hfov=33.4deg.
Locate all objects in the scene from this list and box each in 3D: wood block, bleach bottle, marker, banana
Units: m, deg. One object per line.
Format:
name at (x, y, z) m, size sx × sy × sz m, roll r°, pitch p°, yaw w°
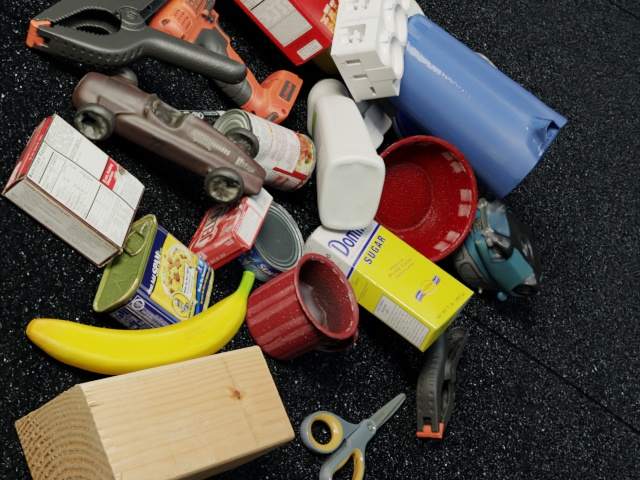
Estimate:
wood block at (-0.128, 0.155, 0.866) m, size 0.205 × 0.090 × 0.091 m, roll -5°, pitch 68°, yaw -54°
bleach bottle at (0.019, -0.123, 1.244) m, size 0.068 × 0.103 × 0.251 m, roll 2°, pitch 37°, yaw -10°
marker at (-0.142, -0.129, 1.130) m, size 0.120 × 0.020 × 0.020 m, roll -8°, pitch 71°, yaw -55°
banana at (-0.144, 0.079, 0.899) m, size 0.197 × 0.037 × 0.069 m, roll -13°, pitch 92°, yaw -23°

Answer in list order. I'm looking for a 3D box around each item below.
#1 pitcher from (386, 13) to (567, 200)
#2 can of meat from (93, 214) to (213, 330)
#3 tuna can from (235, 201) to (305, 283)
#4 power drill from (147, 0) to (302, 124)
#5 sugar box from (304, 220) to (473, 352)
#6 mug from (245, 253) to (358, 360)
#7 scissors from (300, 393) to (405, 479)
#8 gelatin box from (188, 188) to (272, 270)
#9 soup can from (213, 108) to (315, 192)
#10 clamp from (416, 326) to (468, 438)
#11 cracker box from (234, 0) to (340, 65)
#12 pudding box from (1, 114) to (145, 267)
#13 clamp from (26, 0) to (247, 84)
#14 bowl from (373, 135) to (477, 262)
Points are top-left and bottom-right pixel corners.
pitcher at (0.178, -0.171, 1.368) m, size 0.243 × 0.149 × 0.144 m, roll 39°, pitch 24°, yaw 1°
can of meat at (-0.146, 0.042, 0.959) m, size 0.083 × 0.058 × 0.102 m, roll 41°, pitch 38°, yaw -30°
tuna can at (-0.057, 0.001, 1.128) m, size 0.086 × 0.034 × 0.086 m, roll 33°, pitch 42°, yaw -35°
power drill at (-0.105, -0.220, 1.219) m, size 0.187 × 0.057 × 0.184 m, roll 44°, pitch 36°, yaw -19°
sugar box at (0.073, 0.038, 1.186) m, size 0.176 × 0.048 × 0.093 m, roll 38°, pitch 40°, yaw 13°
mug at (-0.013, 0.077, 1.084) m, size 0.117 × 0.082 × 0.093 m, roll 37°, pitch 39°, yaw -30°
scissors at (0.035, 0.188, 1.123) m, size 0.096 × 0.016 × 0.201 m, roll 52°, pitch 34°, yaw -11°
gelatin box at (-0.092, -0.011, 1.056) m, size 0.030 × 0.073 × 0.089 m, roll 47°, pitch 35°, yaw -21°
soup can at (-0.064, -0.098, 1.165) m, size 0.102 × 0.069 × 0.068 m, roll 17°, pitch 52°, yaw -45°
clamp at (0.143, 0.152, 1.252) m, size 0.120 × 0.039 × 0.171 m, roll 36°, pitch 58°, yaw -52°
cracker box at (-0.057, -0.334, 1.258) m, size 0.213 × 0.072 × 0.164 m, roll 44°, pitch 40°, yaw -22°
pudding box at (-0.217, -0.045, 0.950) m, size 0.113 × 0.039 × 0.090 m, roll 39°, pitch 39°, yaw -25°
clamp at (-0.182, -0.203, 1.054) m, size 0.209 × 0.036 × 0.165 m, roll -18°, pitch 59°, yaw -38°
bowl at (0.114, -0.052, 1.333) m, size 0.161 × 0.055 × 0.162 m, roll -4°, pitch 100°, yaw -22°
